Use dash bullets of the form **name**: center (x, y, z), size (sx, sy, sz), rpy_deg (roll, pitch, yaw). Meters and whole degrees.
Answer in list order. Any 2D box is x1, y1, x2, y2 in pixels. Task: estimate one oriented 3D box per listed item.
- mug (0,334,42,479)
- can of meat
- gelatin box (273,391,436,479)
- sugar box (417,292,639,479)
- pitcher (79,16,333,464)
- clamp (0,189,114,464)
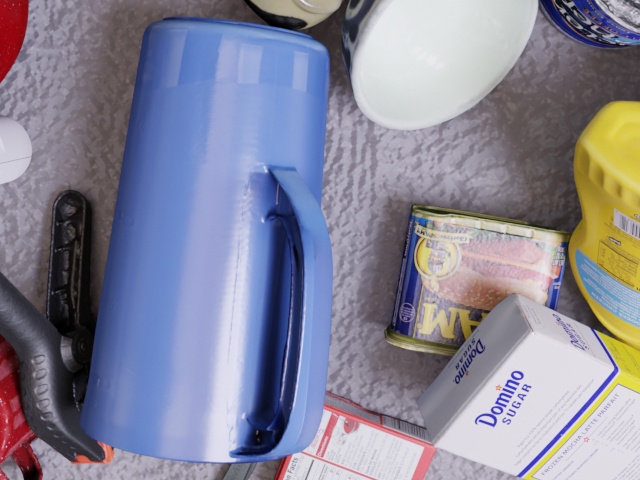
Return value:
- **mug**: center (-0.213, 0.112, 0.666), size (0.093, 0.081, 0.117), rpy_deg (-28, 96, 7)
- **can of meat**: center (0.096, 0.027, 0.650), size (0.102, 0.057, 0.084), rpy_deg (9, 96, 1)
- **gelatin box**: center (0.020, 0.144, 0.685), size (0.089, 0.030, 0.073), rpy_deg (21, 100, 0)
- **sugar box**: center (0.154, 0.102, 0.622), size (0.176, 0.048, 0.093), rpy_deg (26, 115, -23)
- **pitcher**: center (-0.054, 0.001, 0.612), size (0.149, 0.145, 0.243), rpy_deg (8, 95, 8)
- **clamp**: center (-0.158, 0.056, 0.660), size (0.039, 0.120, 0.171), rpy_deg (2, 122, 26)
